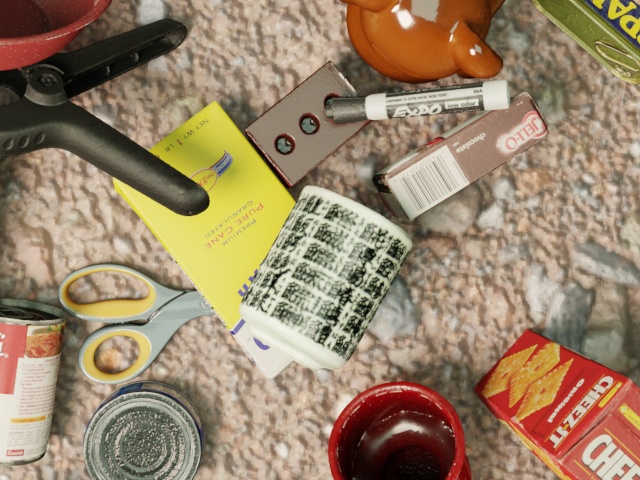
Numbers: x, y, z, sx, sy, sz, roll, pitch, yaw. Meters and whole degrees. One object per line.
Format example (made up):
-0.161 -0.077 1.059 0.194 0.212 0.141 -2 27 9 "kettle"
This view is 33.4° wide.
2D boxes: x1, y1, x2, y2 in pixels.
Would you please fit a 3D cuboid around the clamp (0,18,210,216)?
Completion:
-0.170 -0.082 0.679 0.209 0.036 0.164 -3 55 -25 "clamp"

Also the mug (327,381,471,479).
0.050 0.162 0.739 0.117 0.081 0.093 -33 56 -3 "mug"

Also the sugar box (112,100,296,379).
-0.055 0.001 0.745 0.093 0.048 0.176 -39 89 -8 "sugar box"

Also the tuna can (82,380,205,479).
-0.126 0.146 0.766 0.086 0.034 0.086 0 94 -3 "tuna can"

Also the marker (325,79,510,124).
0.062 -0.090 0.700 0.121 0.020 0.020 -4 94 15 "marker"

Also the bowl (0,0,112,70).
-0.209 -0.156 0.661 0.162 0.162 0.055 18 136 -4 "bowl"

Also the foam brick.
-0.009 -0.081 0.750 0.078 0.051 0.053 -40 95 0 "foam brick"

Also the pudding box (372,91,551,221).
0.095 -0.057 0.738 0.113 0.090 0.039 -30 93 -1 "pudding box"

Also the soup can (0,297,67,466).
-0.216 0.096 0.738 0.068 0.068 0.102 9 96 -4 "soup can"

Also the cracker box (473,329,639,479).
0.199 0.147 0.694 0.164 0.214 0.072 42 90 -5 "cracker box"

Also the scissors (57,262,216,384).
-0.090 0.063 0.771 0.201 0.016 0.096 7 90 -3 "scissors"
